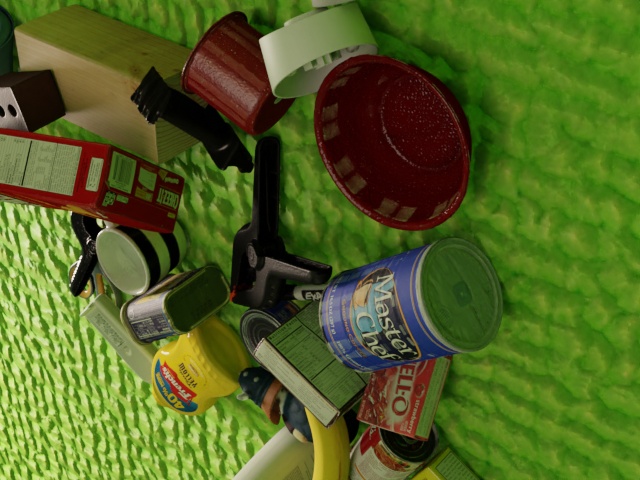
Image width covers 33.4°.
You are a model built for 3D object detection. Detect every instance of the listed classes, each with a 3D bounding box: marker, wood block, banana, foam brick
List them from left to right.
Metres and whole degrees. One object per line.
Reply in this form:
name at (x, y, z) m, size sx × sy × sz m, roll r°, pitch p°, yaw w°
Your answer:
foam brick at (-0.317, -0.146, 1.124) m, size 0.078 × 0.051 × 0.053 m, roll 5°, pitch 121°, yaw 42°
wood block at (-0.215, -0.169, 1.120) m, size 0.206 × 0.090 × 0.091 m, roll 25°, pitch 131°, yaw 30°
marker at (-0.001, 0.054, 1.117) m, size 0.121 × 0.020 × 0.020 m, roll -3°, pitch 114°, yaw 45°
banana at (0.001, 0.245, 1.140) m, size 0.070 × 0.037 × 0.198 m, roll 20°, pitch 114°, yaw 48°

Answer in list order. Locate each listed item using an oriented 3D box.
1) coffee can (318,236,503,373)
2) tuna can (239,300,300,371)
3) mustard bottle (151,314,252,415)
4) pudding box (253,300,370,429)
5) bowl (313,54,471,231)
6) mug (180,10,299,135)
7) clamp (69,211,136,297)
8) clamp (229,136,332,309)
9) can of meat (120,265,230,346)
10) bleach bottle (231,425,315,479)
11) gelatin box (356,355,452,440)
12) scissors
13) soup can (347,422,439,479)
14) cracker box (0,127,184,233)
coffee can at (0.081, 0.062, 0.980) m, size 0.141 × 0.102 × 0.103 m, roll -20°, pitch 101°, yaw 49°
tuna can at (-0.049, 0.105, 1.187) m, size 0.086 × 0.033 × 0.086 m, roll 24°, pitch 131°, yaw 31°
mustard bottle at (-0.160, 0.165, 1.315) m, size 0.096 × 0.058 × 0.192 m, roll 54°, pitch 140°, yaw 3°
pudding box at (0.001, 0.126, 1.110) m, size 0.113 × 0.089 × 0.039 m, roll 43°, pitch 137°, yaw 13°
bowl at (0.073, -0.091, 0.922) m, size 0.162 × 0.055 × 0.162 m, roll 24°, pitch 131°, yaw 31°
mug at (-0.069, -0.148, 1.005) m, size 0.081 × 0.093 × 0.117 m, roll 38°, pitch 166°, yaw 12°
clamp at (-0.277, 0.007, 1.325) m, size 0.120 × 0.039 × 0.171 m, roll -4°, pitch 111°, yaw 20°
clamp at (-0.057, 0.001, 1.108) m, size 0.210 × 0.036 × 0.164 m, roll -47°, pitch 57°, yaw 58°
can of meat at (-0.164, 0.073, 1.225) m, size 0.084 × 0.101 × 0.057 m, roll -16°, pitch 106°, yaw 45°
bleach bottle at (-0.076, 0.297, 1.174) m, size 0.068 × 0.250 × 0.102 m, roll 2°, pitch 117°, yaw 43°
gelatin box at (0.082, 0.145, 1.054) m, size 0.073 × 0.030 × 0.089 m, roll 10°, pitch 80°, yaw 41°
scissors at (-0.304, 0.008, 1.378) m, size 0.096 × 0.016 × 0.202 m, roll 8°, pitch 122°, yaw 35°
soup can at (0.072, 0.223, 1.124) m, size 0.068 × 0.068 × 0.102 m, roll 46°, pitch 139°, yaw 11°
cracker box at (-0.276, -0.065, 1.120) m, size 0.214 × 0.164 × 0.072 m, roll 10°, pitch 85°, yaw 20°
